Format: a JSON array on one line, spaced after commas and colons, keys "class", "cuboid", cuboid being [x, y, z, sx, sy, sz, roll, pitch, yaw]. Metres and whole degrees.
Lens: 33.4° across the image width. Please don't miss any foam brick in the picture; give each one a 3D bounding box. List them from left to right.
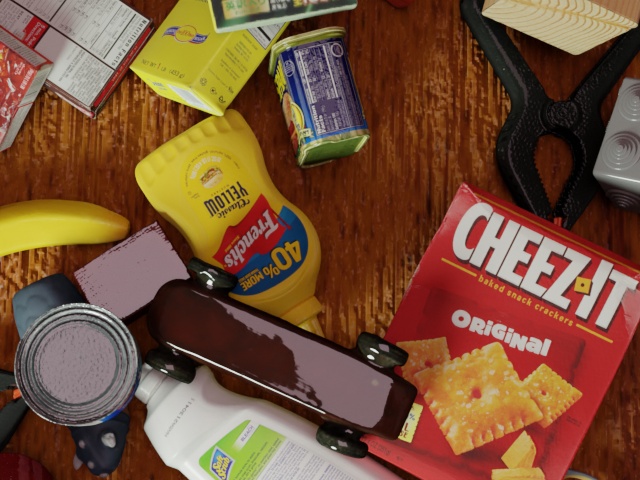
[{"class": "foam brick", "cuboid": [-0.143, 0.029, 0.819, 0.078, 0.053, 0.051, -33, 86, -8]}]

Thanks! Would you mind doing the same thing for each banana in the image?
[{"class": "banana", "cuboid": [-0.248, 0.009, 0.825, 0.197, 0.037, 0.069, -28, 103, -5]}]

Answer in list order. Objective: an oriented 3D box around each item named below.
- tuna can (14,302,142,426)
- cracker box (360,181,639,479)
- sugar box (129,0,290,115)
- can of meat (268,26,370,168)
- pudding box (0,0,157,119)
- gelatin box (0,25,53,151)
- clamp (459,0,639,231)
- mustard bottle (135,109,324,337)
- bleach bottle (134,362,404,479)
[{"class": "tuna can", "cuboid": [-0.170, 0.089, 0.757, 0.086, 0.034, 0.086, 0, 78, -2]}, {"class": "cracker box", "cuboid": [0.132, 0.087, 0.802, 0.164, 0.072, 0.213, 26, 88, 8]}, {"class": "sugar box", "cuboid": [-0.064, -0.185, 0.832, 0.048, 0.093, 0.176, 39, 80, -44]}, {"class": "can of meat", "cuboid": [-0.001, -0.107, 0.822, 0.057, 0.102, 0.084, -15, 86, -6]}, {"class": "pudding box", "cuboid": [-0.200, -0.165, 0.848, 0.113, 0.039, 0.090, 34, 82, -1]}, {"class": "gelatin box", "cuboid": [-0.259, -0.120, 0.821, 0.073, 0.030, 0.089, 36, 116, 0]}, {"class": "clamp", "cuboid": [0.181, -0.106, 0.864, 0.164, 0.036, 0.210, 10, 84, -3]}, {"class": "mustard bottle", "cuboid": [-0.055, 0.001, 0.825, 0.096, 0.058, 0.191, -32, 86, -10]}, {"class": "bleach bottle", "cuboid": [-0.032, 0.167, 0.804, 0.251, 0.068, 0.102, 36, 81, 4]}]
